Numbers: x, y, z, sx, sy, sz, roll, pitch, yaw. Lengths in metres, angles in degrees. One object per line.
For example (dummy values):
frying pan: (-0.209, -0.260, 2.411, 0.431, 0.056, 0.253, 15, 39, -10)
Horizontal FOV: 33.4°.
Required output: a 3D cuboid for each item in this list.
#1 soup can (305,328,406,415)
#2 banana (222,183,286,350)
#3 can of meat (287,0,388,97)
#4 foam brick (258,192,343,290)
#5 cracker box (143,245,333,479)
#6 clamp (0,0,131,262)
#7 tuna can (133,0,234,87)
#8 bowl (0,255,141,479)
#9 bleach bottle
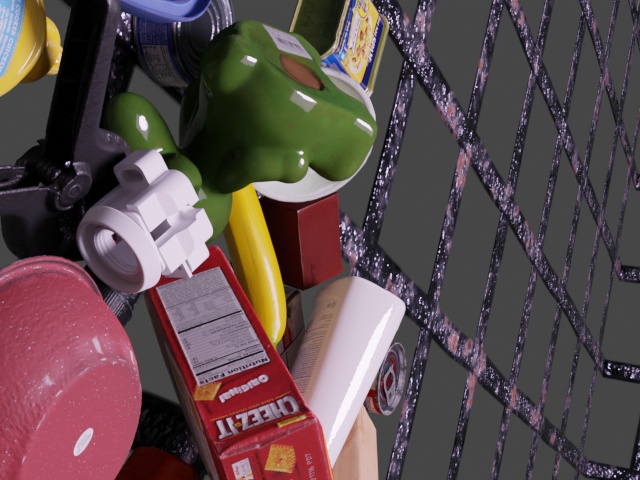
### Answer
soup can: (0.022, 0.123, 1.010, 0.068, 0.102, 0.068, -27, 120, -61)
banana: (-0.058, 0.001, 0.855, 0.070, 0.037, 0.198, -130, -156, -75)
can of meat: (0.015, -0.185, 0.969, 0.083, 0.058, 0.102, 45, 56, -57)
foam brick: (-0.018, -0.004, 0.940, 0.052, 0.051, 0.078, -23, 119, -41)
cracker box: (-0.053, 0.126, 0.743, 0.072, 0.214, 0.164, -20, 125, -12)
clamp: (-0.161, -0.033, 0.610, 0.164, 0.036, 0.210, -44, 160, -20)
tuna can: (-0.096, -0.153, 0.766, 0.086, 0.034, 0.086, -27, 121, -61)
bowl: (-0.138, 0.092, 0.529, 0.161, 0.055, 0.162, -48, 149, -43)
bleach bottle: (-0.011, 0.156, 0.883, 0.250, 0.068, 0.103, -66, -169, -22)
